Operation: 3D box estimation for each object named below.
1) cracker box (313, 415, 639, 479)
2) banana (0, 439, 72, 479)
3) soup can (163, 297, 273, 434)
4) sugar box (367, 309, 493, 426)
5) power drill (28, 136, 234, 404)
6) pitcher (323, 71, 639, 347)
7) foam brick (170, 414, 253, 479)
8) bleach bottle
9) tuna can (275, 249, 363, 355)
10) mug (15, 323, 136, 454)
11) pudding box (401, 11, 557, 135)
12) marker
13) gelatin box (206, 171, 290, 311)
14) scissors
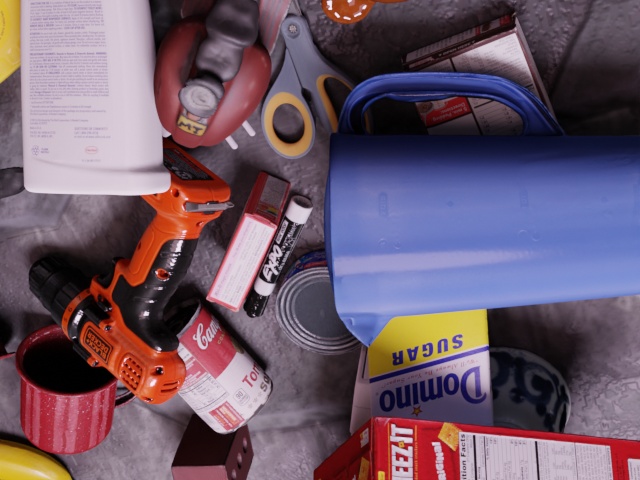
[{"bbox_3d":[0.116,0.197,0.814,0.213,0.072,0.164,7,153,-13],"label":"cracker box"},{"bbox_3d":[-0.327,0.220,1.031,0.198,0.037,0.070,8,119,4],"label":"banana"},{"bbox_3d":[-0.097,0.108,0.915,0.069,0.068,0.102,-32,111,23],"label":"soup can"},{"bbox_3d":[0.082,0.060,0.820,0.093,0.048,0.176,-5,80,11],"label":"sugar box"},{"bbox_3d":[-0.155,0.010,0.848,0.185,0.057,0.188,35,116,30],"label":"power drill"},{"bbox_3d":[0.123,-0.024,0.738,0.243,0.145,0.149,-3,134,3],"label":"pitcher"},{"bbox_3d":[-0.096,0.199,0.960,0.051,0.078,0.053,-3,119,12],"label":"foam brick"},{"bbox_3d":[-0.157,-0.159,0.738,0.103,0.068,0.251,2,96,15],"label":"bleach bottle"},{"bbox_3d":[0.007,0.051,0.885,0.086,0.033,0.086,4,120,7],"label":"tuna can"},{"bbox_3d":[-0.210,0.131,0.942,0.117,0.093,0.082,-9,131,-28],"label":"mug"},{"bbox_3d":[0.120,-0.097,0.782,0.090,0.039,0.113,-19,117,16],"label":"pudding box"},{"bbox_3d":[-0.037,0.016,0.881,0.020,0.020,0.121,23,120,-5],"label":"marker"},{"bbox_3d":[-0.056,0.001,0.844,0.030,0.073,0.089,23,120,-5],"label":"gelatin box"},{"bbox_3d":[-0.031,-0.143,0.793,0.096,0.016,0.201,-25,107,26],"label":"scissors"}]
